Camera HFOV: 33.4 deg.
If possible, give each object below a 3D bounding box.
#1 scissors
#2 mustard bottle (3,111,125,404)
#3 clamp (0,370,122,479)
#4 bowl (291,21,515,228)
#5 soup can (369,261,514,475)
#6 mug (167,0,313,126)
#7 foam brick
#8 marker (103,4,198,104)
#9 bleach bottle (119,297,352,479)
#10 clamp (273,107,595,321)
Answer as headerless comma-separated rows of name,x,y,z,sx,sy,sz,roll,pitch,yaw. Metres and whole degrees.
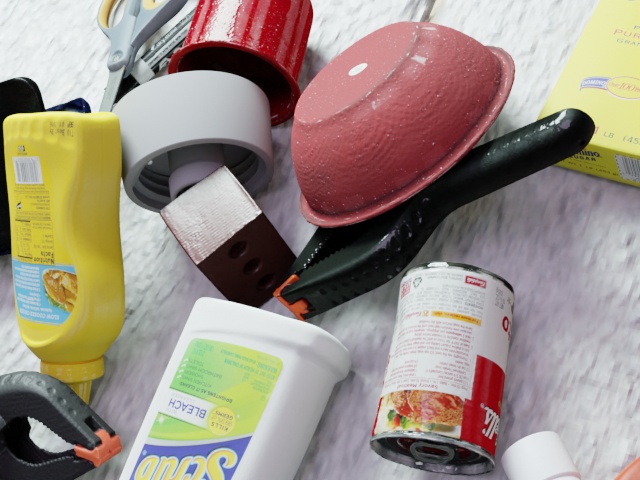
scissors,-0.133,-0.146,0.799,0.096,0.016,0.202,-25,44,15
mustard bottle,-0.164,0.014,0.689,0.096,0.058,0.191,4,98,44
clamp,-0.210,0.108,0.679,0.172,0.039,0.120,-1,106,18
bowl,0.036,-0.083,0.653,0.162,0.055,0.162,-33,26,18
soup can,0.069,0.071,0.593,0.069,0.068,0.102,1,63,23
mug,-0.058,-0.134,0.753,0.117,0.093,0.081,-29,40,51
foam brick,-0.054,0.001,0.676,0.053,0.078,0.051,-38,54,-1
marker,-0.119,-0.146,0.817,0.121,0.020,0.020,-43,56,-4
bleach bottle,-0.072,0.162,0.606,0.103,0.068,0.250,13,71,28
clamp,0.060,-0.026,0.638,0.210,0.036,0.165,-45,24,0
